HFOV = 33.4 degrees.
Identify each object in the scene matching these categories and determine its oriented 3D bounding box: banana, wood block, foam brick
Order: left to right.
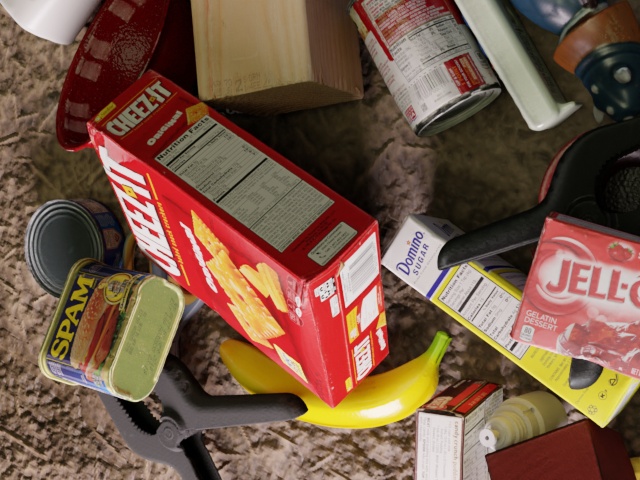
[{"bbox_3d":[-0.035,-0.200,0.754,0.090,0.090,0.206,-7,86,27],"label":"wood block"},{"bbox_3d":[0.009,0.107,0.809,0.198,0.037,0.069,-4,72,26],"label":"banana"},{"bbox_3d":[0.154,0.153,0.679,0.078,0.052,0.051,-28,54,30],"label":"foam brick"}]

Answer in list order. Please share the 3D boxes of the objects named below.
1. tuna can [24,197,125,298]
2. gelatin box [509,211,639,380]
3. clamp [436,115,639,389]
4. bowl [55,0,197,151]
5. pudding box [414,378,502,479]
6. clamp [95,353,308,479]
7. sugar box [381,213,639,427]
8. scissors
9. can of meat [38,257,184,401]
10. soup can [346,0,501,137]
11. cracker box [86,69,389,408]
[{"bbox_3d":[-0.209,0.006,0.912,0.086,0.033,0.086,3,97,27],"label":"tuna can"},{"bbox_3d":[0.158,0.031,0.588,0.089,0.030,0.073,18,102,13],"label":"gelatin box"},{"bbox_3d":[0.149,-0.012,0.624,0.120,0.039,0.171,33,103,14],"label":"clamp"},{"bbox_3d":[-0.140,-0.132,0.824,0.162,0.055,0.162,-33,44,39],"label":"bowl"},{"bbox_3d":[0.095,0.160,0.736,0.039,0.089,0.113,3,97,27],"label":"pudding box"},{"bbox_3d":[-0.102,0.142,0.845,0.210,0.036,0.165,37,118,25],"label":"clamp"},{"bbox_3d":[0.129,0.049,0.703,0.176,0.093,0.048,34,101,21],"label":"sugar box"},{"bbox_3d":[-0.113,0.084,0.880,0.096,0.016,0.202,-16,88,28],"label":"scissors"},{"bbox_3d":[-0.163,0.071,0.840,0.084,0.057,0.102,9,75,39],"label":"can of meat"},{"bbox_3d":[0.071,-0.130,0.730,0.069,0.068,0.102,-32,81,27],"label":"soup can"},{"bbox_3d":[-0.055,0.001,0.745,0.214,0.072,0.164,35,155,27],"label":"cracker box"}]
